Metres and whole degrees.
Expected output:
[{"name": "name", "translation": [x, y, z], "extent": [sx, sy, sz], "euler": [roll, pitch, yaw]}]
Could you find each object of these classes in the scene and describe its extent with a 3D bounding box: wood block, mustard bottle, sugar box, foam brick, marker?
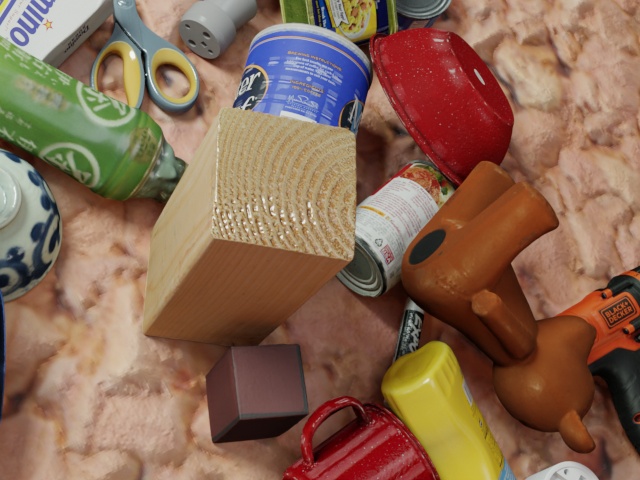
[{"name": "wood block", "translation": [-0.055, 0.000, 0.728], "extent": [0.090, 0.206, 0.090], "euler": [9, 67, -18]}, {"name": "mustard bottle", "translation": [0.114, 0.172, 0.787], "extent": [0.058, 0.096, 0.191], "euler": [-29, 95, 10]}, {"name": "sugar box", "translation": [-0.255, -0.211, 0.822], "extent": [0.176, 0.048, 0.093], "euler": [40, 73, 1]}, {"name": "foam brick", "translation": [-0.046, 0.110, 0.762], "extent": [0.052, 0.078, 0.051], "euler": [-1, 68, -22]}, {"name": "marker", "translation": [0.071, 0.076, 0.852], "extent": [0.020, 0.020, 0.121], "euler": [20, 64, -12]}]

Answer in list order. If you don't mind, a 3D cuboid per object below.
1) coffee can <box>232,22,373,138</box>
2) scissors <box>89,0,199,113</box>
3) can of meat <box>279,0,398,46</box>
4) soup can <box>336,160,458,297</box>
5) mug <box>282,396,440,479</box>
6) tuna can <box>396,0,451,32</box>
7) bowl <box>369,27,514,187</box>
[{"name": "coffee can", "translation": [-0.023, -0.082, 0.831], "extent": [0.102, 0.103, 0.140], "euler": [21, 64, -12]}, {"name": "scissors", "translation": [-0.142, -0.182, 0.874], "extent": [0.096, 0.016, 0.201], "euler": [8, 68, -14]}, {"name": "can of meat", "translation": [0.013, -0.210, 0.902], "extent": [0.083, 0.058, 0.102], "euler": [-20, 118, -24]}, {"name": "soup can", "translation": [0.059, -0.009, 0.853], "extent": [0.102, 0.069, 0.068], "euler": [-39, 87, -28]}, {"name": "mug", "translation": [0.023, 0.165, 0.754], "extent": [0.081, 0.093, 0.117], "euler": [-32, 114, -23]}, {"name": "tuna can", "translation": [0.075, -0.230, 0.965], "extent": [0.086, 0.034, 0.086], "euler": [7, 68, -18]}, {"name": "bowl", "translation": [0.110, -0.118, 0.873], "extent": [0.162, 0.055, 0.162], "euler": [42, 27, -28]}]
